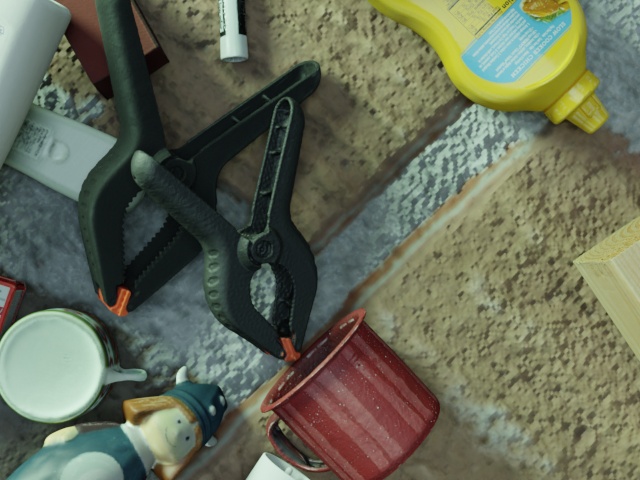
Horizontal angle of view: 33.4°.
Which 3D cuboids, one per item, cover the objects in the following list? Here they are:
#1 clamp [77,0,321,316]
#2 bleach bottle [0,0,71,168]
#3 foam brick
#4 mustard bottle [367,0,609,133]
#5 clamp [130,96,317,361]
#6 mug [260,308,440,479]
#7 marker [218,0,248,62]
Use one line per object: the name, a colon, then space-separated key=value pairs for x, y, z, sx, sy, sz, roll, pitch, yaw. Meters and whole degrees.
clamp: x=-0.091 y=-0.050 z=0.697 sx=0.164 sy=0.036 sz=0.210 roll=10 pitch=102 yaw=-32
bleach bottle: x=-0.253 y=-0.052 z=0.663 sx=0.102 sy=0.068 sz=0.251 roll=29 pitch=96 yaw=9
foam brick: x=-0.142 y=-0.143 z=0.707 sx=0.051 sy=0.053 sz=0.078 roll=-29 pitch=89 yaw=-2
mustard bottle: x=0.118 y=-0.144 z=0.710 sx=0.191 sy=0.058 sz=0.096 roll=45 pitch=87 yaw=1
clamp: x=-0.054 y=0.001 z=0.685 sx=0.120 sy=0.039 sz=0.171 roll=-13 pitch=101 yaw=-22
mug: x=0.014 y=0.111 z=0.690 sx=0.081 sy=0.093 sz=0.117 roll=46 pitch=117 yaw=-4
marker: x=-0.062 y=-0.183 z=0.727 sx=0.020 sy=0.020 sz=0.121 roll=-3 pitch=88 yaw=-2
